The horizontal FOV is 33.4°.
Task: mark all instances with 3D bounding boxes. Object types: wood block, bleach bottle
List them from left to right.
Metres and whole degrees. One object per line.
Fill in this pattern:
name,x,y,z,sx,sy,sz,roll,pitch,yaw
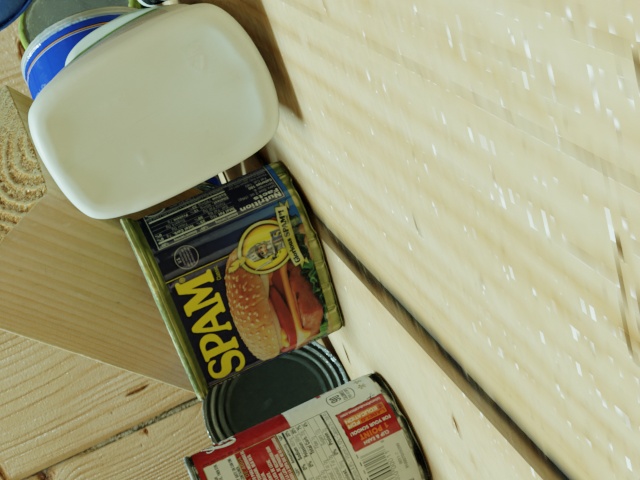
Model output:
wood block,-0.116,0.009,0.611,0.205,0.091,0.090,29,-157,-48
bleach bottle,-0.087,-0.086,0.545,0.068,0.102,0.251,62,180,-20

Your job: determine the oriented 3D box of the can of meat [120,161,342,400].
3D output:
can of meat,-0.043,0.020,0.540,0.057,0.084,0.102,-126,15,-50

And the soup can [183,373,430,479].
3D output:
soup can,-0.006,0.114,0.515,0.068,0.102,0.068,156,90,-80

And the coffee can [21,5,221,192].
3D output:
coffee can,-0.133,-0.071,0.722,0.103,0.102,0.140,93,156,-69

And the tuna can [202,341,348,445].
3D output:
tuna can,-0.024,0.099,0.624,0.034,0.086,0.086,82,162,-63
